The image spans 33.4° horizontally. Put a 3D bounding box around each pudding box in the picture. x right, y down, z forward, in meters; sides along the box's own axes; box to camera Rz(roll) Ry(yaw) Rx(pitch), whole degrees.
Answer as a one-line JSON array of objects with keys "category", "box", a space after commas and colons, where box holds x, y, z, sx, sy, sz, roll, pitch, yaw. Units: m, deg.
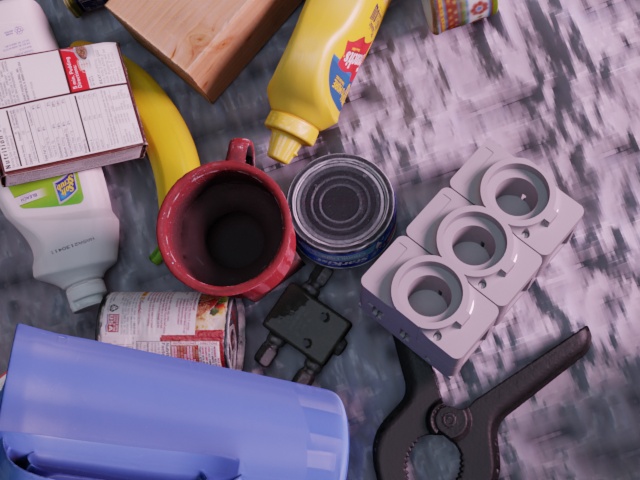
[{"category": "pudding box", "box": [-0.197, -0.097, 0.807, 0.113, 0.039, 0.090, -14, 83, -17]}]

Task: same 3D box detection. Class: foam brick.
[{"category": "foam brick", "box": [-0.055, 0.001, 0.825, 0.053, 0.051, 0.078, -37, 79, 0]}]

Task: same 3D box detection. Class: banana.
[{"category": "banana", "box": [-0.141, -0.083, 0.854, 0.069, 0.037, 0.198, -22, 80, 1]}]

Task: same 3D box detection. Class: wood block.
[{"category": "wood block", "box": [-0.058, -0.221, 0.838, 0.091, 0.090, 0.206, 40, 89, 10]}]

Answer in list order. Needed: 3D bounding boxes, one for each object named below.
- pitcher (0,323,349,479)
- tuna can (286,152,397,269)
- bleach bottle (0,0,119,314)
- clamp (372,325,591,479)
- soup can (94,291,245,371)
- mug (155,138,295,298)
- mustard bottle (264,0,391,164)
[{"category": "pitcher", "box": [-0.106, 0.145, 0.736, 0.242, 0.145, 0.149, 10, 54, -13]}, {"category": "tuna can", "box": [0.016, -0.023, 0.820, 0.086, 0.034, 0.086, -1, 69, 4]}, {"category": "bleach bottle", "box": [-0.229, -0.061, 0.850, 0.102, 0.068, 0.251, -20, 82, 1]}, {"category": "clamp", "box": [0.088, 0.126, 0.798, 0.164, 0.036, 0.210, 25, 82, 11]}, {"category": "soup can", "box": [-0.113, 0.072, 0.814, 0.102, 0.068, 0.068, 0, 82, 7]}, {"category": "mug", "box": [-0.061, -0.014, 0.759, 0.093, 0.081, 0.117, 2, 81, 6]}, {"category": "mustard bottle", "box": [0.006, -0.148, 0.816, 0.058, 0.096, 0.191, 24, 87, 11]}]
